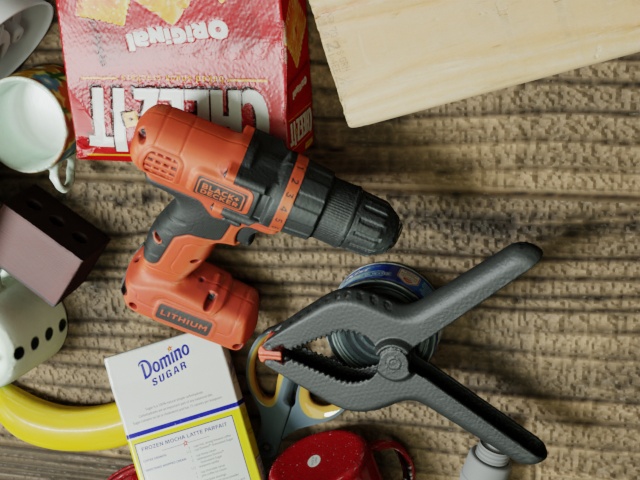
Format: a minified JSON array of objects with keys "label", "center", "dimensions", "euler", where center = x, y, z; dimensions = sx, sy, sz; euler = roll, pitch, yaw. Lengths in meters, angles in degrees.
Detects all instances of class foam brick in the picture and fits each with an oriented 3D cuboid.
[{"label":"foam brick","center":[-0.216,0.003,0.834],"dimensions":[0.078,0.053,0.051],"euler":[35,115,0]}]

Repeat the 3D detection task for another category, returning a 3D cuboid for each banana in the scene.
[{"label":"banana","center":[-0.196,0.144,0.889],"dimensions":[0.198,0.037,0.069],"euler":[2,111,16]}]

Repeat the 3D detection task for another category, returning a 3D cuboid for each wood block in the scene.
[{"label":"wood block","center":[0.110,-0.145,0.661],"dimensions":[0.206,0.090,0.090],"euler":[-13,106,20]}]

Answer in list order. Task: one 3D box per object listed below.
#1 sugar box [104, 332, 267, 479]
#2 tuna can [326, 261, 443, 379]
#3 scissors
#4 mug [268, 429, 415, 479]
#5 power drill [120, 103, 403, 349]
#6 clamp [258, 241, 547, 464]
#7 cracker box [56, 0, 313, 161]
[{"label":"sugar box","center":[-0.097,0.161,0.823],"dimensions":[0.093,0.048,0.176],"euler":[-16,83,1]},{"label":"tuna can","center":[0.047,0.061,0.787],"dimensions":[0.086,0.033,0.086],"euler":[6,111,15]},{"label":"scissors","center":[-0.023,0.160,0.855],"dimensions":[0.096,0.016,0.202],"euler":[8,114,11]},{"label":"mug","center":[0.021,0.194,0.816],"dimensions":[0.117,0.093,0.081],"euler":[-26,111,-16]},{"label":"power drill","center":[-0.055,0.001,0.743],"dimensions":[0.184,0.057,0.188],"euler":[24,138,-5]},{"label":"clamp","center":[0.060,0.069,0.746],"dimensions":[0.210,0.036,0.164],"euler":[7,112,14]},{"label":"cracker box","center":[-0.095,-0.161,0.726],"dimensions":[0.164,0.072,0.214],"euler":[4,111,16]}]
